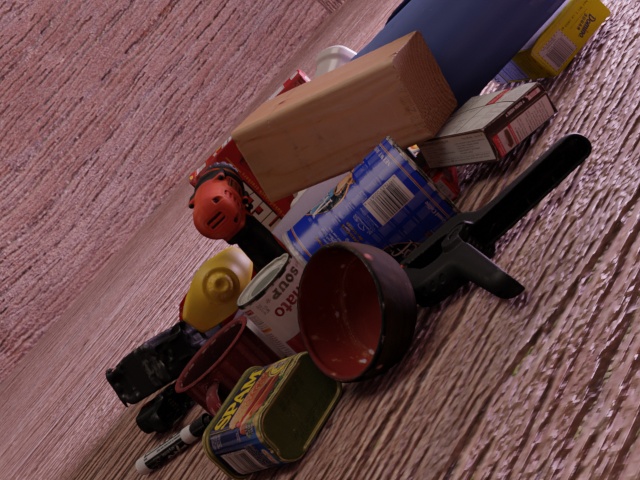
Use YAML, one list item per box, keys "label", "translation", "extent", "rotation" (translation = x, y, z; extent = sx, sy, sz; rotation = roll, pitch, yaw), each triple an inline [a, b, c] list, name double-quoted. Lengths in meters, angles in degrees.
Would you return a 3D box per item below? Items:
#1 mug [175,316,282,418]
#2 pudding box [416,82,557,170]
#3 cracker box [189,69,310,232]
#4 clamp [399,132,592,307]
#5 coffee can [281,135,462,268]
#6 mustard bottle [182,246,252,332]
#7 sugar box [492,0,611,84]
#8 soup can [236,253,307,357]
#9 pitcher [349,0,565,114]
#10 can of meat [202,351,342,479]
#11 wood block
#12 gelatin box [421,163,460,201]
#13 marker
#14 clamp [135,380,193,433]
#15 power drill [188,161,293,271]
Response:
- label: "mug"
  translation: [-0.074, 0.135, 0.974]
  extent: [0.093, 0.081, 0.117]
  rotation: [-42, 13, 16]
- label: "pudding box"
  translation: [0.160, -0.110, 1.040]
  extent: [0.090, 0.039, 0.114]
  rotation: [-40, 15, -24]
- label: "cracker box"
  translation: [-0.047, -0.100, 1.451]
  extent: [0.214, 0.164, 0.072]
  rotation: [-44, 10, 5]
- label: "clamp"
  translation: [0.118, 0.011, 0.853]
  extent: [0.210, 0.036, 0.164]
  rotation: [-35, 17, 48]
- label: "coffee can"
  translation: [0.048, -0.015, 1.010]
  extent: [0.140, 0.102, 0.103]
  rotation: [-44, 12, 7]
- label: "mustard bottle"
  translation: [-0.111, 0.053, 1.161]
  extent: [0.096, 0.058, 0.192]
  rotation: [-55, 3, -9]
- label: "sugar box"
  translation: [0.242, -0.222, 1.182]
  extent: [0.093, 0.048, 0.176]
  rotation: [-49, 10, -3]
- label: "soup can"
  translation: [-0.016, 0.069, 0.951]
  extent: [0.068, 0.102, 0.068]
  rotation: [-42, 12, 11]
- label: "pitcher"
  translation: [0.146, -0.230, 1.136]
  extent: [0.243, 0.149, 0.144]
  rotation: [-44, -6, 38]
- label: "can of meat"
  translation: [-0.039, 0.145, 0.890]
  extent: [0.084, 0.057, 0.102]
  rotation: [-27, 22, 49]
- label: "wood block"
  translation: [0.023, -0.126, 1.104]
  extent: [0.206, 0.090, 0.090]
  rotation: [-20, 20, 34]
- label: "gelatin box"
  translation: [0.101, -0.043, 1.097]
  extent: [0.089, 0.030, 0.073]
  rotation: [-41, 13, 20]
- label: "marker"
  translation: [-0.151, 0.213, 1.119]
  extent: [0.121, 0.020, 0.020]
  rotation: [-38, 14, 31]
- label: "clamp"
  translation: [-0.172, 0.188, 1.209]
  extent: [0.120, 0.039, 0.172]
  rotation: [-36, -2, -40]
- label: "power drill"
  translation: [-0.057, 0.001, 1.104]
  extent: [0.057, 0.187, 0.184]
  rotation: [-44, 14, 11]
